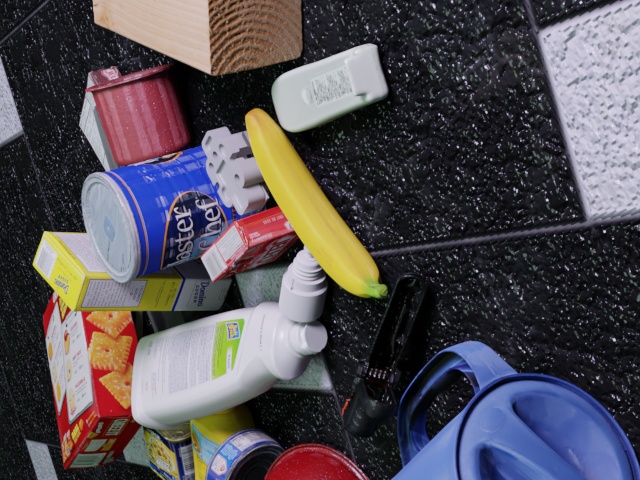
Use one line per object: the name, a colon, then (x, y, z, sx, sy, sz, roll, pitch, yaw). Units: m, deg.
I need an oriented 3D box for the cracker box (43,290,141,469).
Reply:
cracker box: (-0.272, 0.144, 1.283, 0.164, 0.072, 0.214, -52, 45, 48)

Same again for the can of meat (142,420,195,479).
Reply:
can of meat: (-0.168, 0.241, 1.260, 0.102, 0.057, 0.084, 26, 129, 49)

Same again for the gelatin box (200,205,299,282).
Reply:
gelatin box: (-0.056, 0.001, 0.951, 0.030, 0.073, 0.089, 64, 146, 10)

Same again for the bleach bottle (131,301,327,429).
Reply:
bleach bottle: (-0.088, 0.120, 1.034, 0.251, 0.067, 0.102, -18, 65, 45)

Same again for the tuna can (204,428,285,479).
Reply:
tuna can: (-0.073, 0.237, 1.087, 0.034, 0.085, 0.086, 28, 128, 45)

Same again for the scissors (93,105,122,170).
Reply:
scissors: (-0.229, -0.059, 1.156, 0.096, 0.016, 0.201, 0, 130, 33)

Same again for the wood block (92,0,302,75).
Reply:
wood block: (-0.111, -0.213, 0.908, 0.206, 0.090, 0.091, 30, 130, 47)

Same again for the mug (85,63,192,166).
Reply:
mug: (-0.181, -0.124, 1.063, 0.117, 0.093, 0.081, 9, 118, 59)

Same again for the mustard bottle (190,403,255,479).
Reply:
mustard bottle: (-0.103, 0.230, 1.152, 0.096, 0.058, 0.192, 28, 129, 48)

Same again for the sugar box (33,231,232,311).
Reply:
sugar box: (-0.185, 0.032, 1.064, 0.093, 0.175, 0.048, 40, 113, 41)

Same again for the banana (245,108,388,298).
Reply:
banana: (-0.002, -0.023, 0.880, 0.198, 0.037, 0.070, 53, 156, 19)

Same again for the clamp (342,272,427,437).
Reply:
clamp: (0.048, 0.100, 0.850, 0.039, 0.120, 0.172, 24, 158, 0)

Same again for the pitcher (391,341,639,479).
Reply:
pitcher: (0.104, 0.189, 0.764, 0.145, 0.149, 0.243, 25, 146, -6)

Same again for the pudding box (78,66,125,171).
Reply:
pudding box: (-0.222, -0.120, 1.172, 0.113, 0.039, 0.090, 58, 147, 23)

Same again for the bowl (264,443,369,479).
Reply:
bowl: (-0.014, 0.276, 1.000, 0.162, 0.055, 0.162, 5, 98, 39)

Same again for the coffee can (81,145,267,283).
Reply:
coffee can: (-0.135, -0.029, 0.992, 0.103, 0.140, 0.103, 32, 131, 45)
